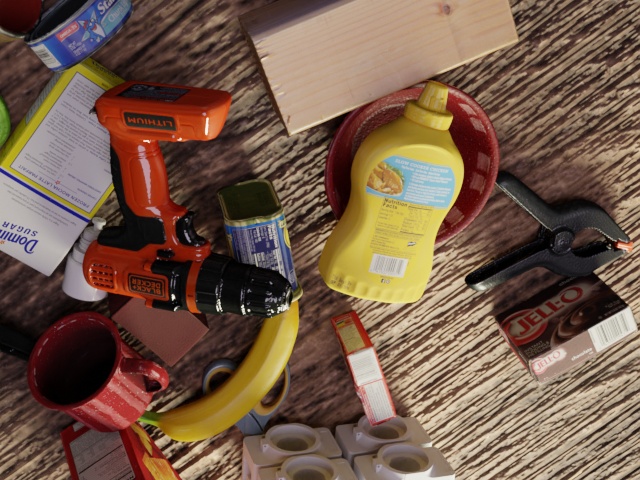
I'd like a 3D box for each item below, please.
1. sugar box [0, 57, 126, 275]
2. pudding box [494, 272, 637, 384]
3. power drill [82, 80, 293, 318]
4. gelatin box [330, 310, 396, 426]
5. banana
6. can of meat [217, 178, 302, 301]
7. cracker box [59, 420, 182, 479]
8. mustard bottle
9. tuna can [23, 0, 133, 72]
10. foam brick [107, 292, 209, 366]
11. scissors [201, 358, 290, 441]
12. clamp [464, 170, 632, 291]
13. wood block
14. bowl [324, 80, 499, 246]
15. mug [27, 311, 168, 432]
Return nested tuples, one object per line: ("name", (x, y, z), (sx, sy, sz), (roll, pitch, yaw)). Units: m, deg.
("sugar box", (-0.221, -0.065, 0.906), (0.093, 0.048, 0.176), (34, 106, -26))
("pudding box", (0.240, 0.083, 1.052), (0.113, 0.090, 0.039), (-27, 118, -1))
("power drill", (-0.109, -0.028, 0.859), (0.184, 0.057, 0.188), (8, 115, 14))
("gelatin box", (0.041, 0.124, 1.033), (0.030, 0.073, 0.089), (-20, 117, -3))
("banana", (-0.082, 0.132, 1.012), (0.198, 0.037, 0.069), (-40, 113, 7))
("can of meat", (-0.056, 0.001, 0.942), (0.057, 0.102, 0.084), (-13, 114, -7))
("cracker box", (-0.152, 0.260, 0.970), (0.072, 0.214, 0.164), (-35, 116, -7))
("mustard bottle", (0.069, -0.043, 0.911), (0.096, 0.058, 0.192), (11, 111, -19))
("tuna can", (-0.190, -0.172, 0.842), (0.086, 0.086, 0.033), (-36, 118, 4))
("foam brick", (-0.148, 0.065, 0.976), (0.053, 0.051, 0.078), (-42, 116, 6))
("scissors", (-0.084, 0.195, 1.068), (0.096, 0.016, 0.202), (11, 110, -15))
("clamp", (0.224, -0.013, 1.034), (0.171, 0.039, 0.120), (-6, 119, -17))
("wood block", (0.046, -0.176, 0.893), (0.206, 0.090, 0.091), (-22, 115, -2))
("bowl", (0.076, -0.073, 0.964), (0.162, 0.055, 0.162), (-5, 114, -11))
("mug", (-0.191, 0.121, 0.955), (0.117, 0.093, 0.081), (-6, 150, 19))
